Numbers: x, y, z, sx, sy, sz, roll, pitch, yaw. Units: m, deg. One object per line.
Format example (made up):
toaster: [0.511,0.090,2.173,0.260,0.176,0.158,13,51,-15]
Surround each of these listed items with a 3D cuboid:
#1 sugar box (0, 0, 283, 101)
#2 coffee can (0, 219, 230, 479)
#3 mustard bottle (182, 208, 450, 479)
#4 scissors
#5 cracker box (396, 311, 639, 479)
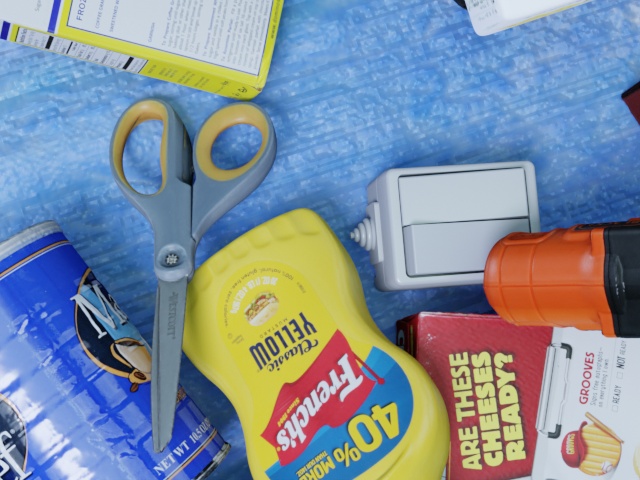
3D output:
sugar box: [-0.107,-0.138,0.549,0.176,0.048,0.093,13,82,-15]
coffee can: [-0.126,0.076,0.510,0.102,0.103,0.140,-38,91,-10]
mustard bottle: [0.006,0.082,0.508,0.096,0.058,0.192,-34,61,2]
scissors: [-0.053,0.001,0.517,0.096,0.016,0.202,-17,55,-4]
cracker box: [0.146,0.124,0.558,0.213,0.072,0.164,3,83,-6]
